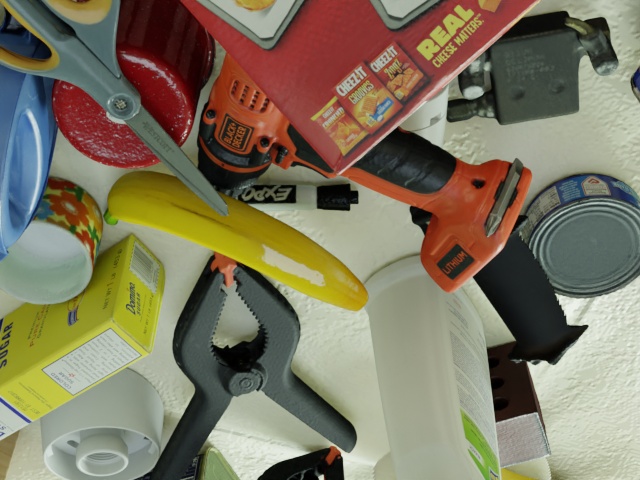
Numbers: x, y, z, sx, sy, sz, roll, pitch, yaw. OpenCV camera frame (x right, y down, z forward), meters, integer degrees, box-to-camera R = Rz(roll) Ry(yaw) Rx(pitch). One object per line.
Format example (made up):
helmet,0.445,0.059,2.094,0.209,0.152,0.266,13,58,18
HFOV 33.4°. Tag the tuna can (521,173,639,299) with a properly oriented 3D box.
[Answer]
tuna can,0.182,-0.003,0.729,0.086,0.033,0.086,0,127,0

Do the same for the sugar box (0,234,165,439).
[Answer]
sugar box,-0.191,0.075,0.755,0.176,0.093,0.048,-29,122,20

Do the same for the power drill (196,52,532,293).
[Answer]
power drill,0.015,-0.039,0.631,0.187,0.057,0.185,26,159,-3

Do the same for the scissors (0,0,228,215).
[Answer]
scissors,-0.101,-0.093,0.570,0.201,0.016,0.096,33,117,-27

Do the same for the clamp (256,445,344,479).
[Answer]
clamp,-0.026,0.229,0.828,0.120,0.171,0.039,36,141,25

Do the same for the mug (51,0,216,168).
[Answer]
mug,-0.114,-0.105,0.623,0.093,0.081,0.117,-10,127,8

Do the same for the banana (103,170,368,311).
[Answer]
banana,-0.062,-0.006,0.681,0.198,0.037,0.069,20,166,18

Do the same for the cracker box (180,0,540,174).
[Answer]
cracker box,0.001,-0.165,0.487,0.164,0.072,0.213,-41,94,16

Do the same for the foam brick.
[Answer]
foam brick,0.136,0.123,0.799,0.053,0.078,0.051,-17,125,10

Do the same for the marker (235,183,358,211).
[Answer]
marker,-0.035,-0.029,0.720,0.121,0.020,0.020,0,127,0

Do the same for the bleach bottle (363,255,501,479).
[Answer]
bleach bottle,0.077,0.125,0.691,0.068,0.251,0.102,-29,122,20

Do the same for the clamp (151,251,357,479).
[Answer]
clamp,-0.049,0.099,0.799,0.164,0.036,0.210,-6,121,-14
